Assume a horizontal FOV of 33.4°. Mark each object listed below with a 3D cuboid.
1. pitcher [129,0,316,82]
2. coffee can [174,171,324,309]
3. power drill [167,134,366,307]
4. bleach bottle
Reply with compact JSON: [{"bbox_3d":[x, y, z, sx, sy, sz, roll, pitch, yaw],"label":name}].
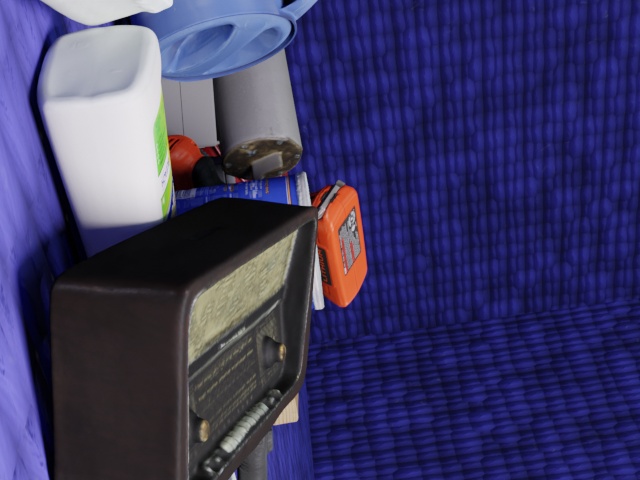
[{"bbox_3d":[-0.103,-0.266,0.880,0.145,0.149,0.243,-32,-109,63],"label":"pitcher"},{"bbox_3d":[-0.073,0.009,0.790,0.103,0.140,0.103,-7,89,-89],"label":"coffee can"},{"bbox_3d":[-0.056,0.001,0.928,0.184,0.188,0.057,80,30,-42],"label":"power drill"},{"bbox_3d":[-0.117,0.000,0.675,0.102,0.068,0.251,-96,-179,-54],"label":"bleach bottle"}]
